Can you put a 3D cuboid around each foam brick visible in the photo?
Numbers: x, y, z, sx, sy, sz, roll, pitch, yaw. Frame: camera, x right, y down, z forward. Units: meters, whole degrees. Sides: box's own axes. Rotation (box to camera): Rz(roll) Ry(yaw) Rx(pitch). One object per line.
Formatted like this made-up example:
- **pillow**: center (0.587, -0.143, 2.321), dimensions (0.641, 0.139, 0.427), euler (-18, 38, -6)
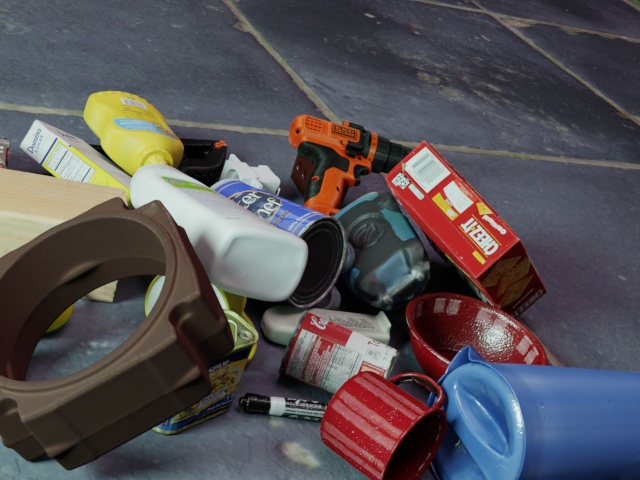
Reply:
- **foam brick**: center (0.000, -0.086, 1.435), dimensions (0.051, 0.053, 0.078), euler (6, 29, -25)

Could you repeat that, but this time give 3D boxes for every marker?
- **marker**: center (-0.019, 0.160, 1.009), dimensions (0.121, 0.020, 0.020), euler (10, 29, -18)

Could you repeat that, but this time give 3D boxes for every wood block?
- **wood block**: center (-0.302, -0.011, 1.062), dimensions (0.205, 0.090, 0.091), euler (9, 30, -19)

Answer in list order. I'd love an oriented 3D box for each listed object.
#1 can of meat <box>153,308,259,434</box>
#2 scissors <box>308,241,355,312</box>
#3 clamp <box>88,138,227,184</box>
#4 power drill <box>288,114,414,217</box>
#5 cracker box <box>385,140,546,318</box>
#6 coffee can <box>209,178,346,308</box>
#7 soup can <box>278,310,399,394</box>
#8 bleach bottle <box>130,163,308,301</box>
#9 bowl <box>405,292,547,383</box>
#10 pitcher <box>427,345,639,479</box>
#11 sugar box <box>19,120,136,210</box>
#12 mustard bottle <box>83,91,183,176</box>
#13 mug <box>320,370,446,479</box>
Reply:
- **can of meat**: center (-0.112, 0.117, 0.955), dimensions (0.057, 0.084, 0.101), euler (36, 32, 29)
- **scissors**: center (-0.033, 0.005, 1.216), dimensions (0.202, 0.096, 0.016), euler (45, 12, 36)
- **clamp**: center (-0.199, -0.099, 1.347), dimensions (0.165, 0.036, 0.209), euler (27, 29, 20)
- **power drill**: center (0.042, -0.067, 1.353), dimensions (0.184, 0.057, 0.187), euler (14, 50, -11)
- **cracker box**: center (0.170, -0.002, 1.236), dimensions (0.164, 0.072, 0.213), euler (50, 2, 26)
- **coffee can**: center (-0.058, 0.001, 1.152), dimensions (0.140, 0.103, 0.102), euler (22, 25, 34)
- **soup can**: center (0.018, 0.120, 1.051), dimensions (0.102, 0.069, 0.068), euler (22, 27, 7)
- **bleach bottle**: center (-0.117, -0.022, 1.060), dimensions (0.102, 0.068, 0.251), euler (14, 13, -36)
- **bowl**: center (0.160, 0.123, 1.151), dimensions (0.162, 0.055, 0.162), euler (15, 27, -8)
- **pitcher**: center (0.231, 0.190, 1.016), dimensions (0.242, 0.149, 0.145), euler (4, 16, -33)
- **sugar box**: center (-0.253, -0.069, 1.216), dimensions (0.176, 0.048, 0.093), euler (32, 4, 27)
- **mustard bottle**: center (-0.214, -0.118, 1.262), dimensions (0.096, 0.058, 0.192), euler (13, 20, -31)
- **mug**: center (0.062, 0.163, 0.966), dimensions (0.082, 0.093, 0.117), euler (31, 61, 31)
